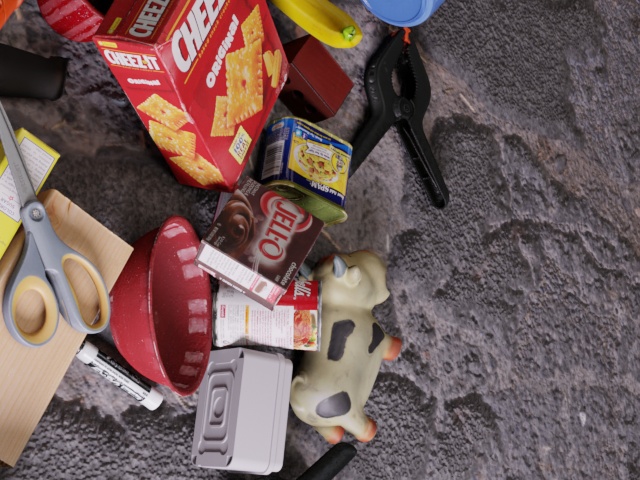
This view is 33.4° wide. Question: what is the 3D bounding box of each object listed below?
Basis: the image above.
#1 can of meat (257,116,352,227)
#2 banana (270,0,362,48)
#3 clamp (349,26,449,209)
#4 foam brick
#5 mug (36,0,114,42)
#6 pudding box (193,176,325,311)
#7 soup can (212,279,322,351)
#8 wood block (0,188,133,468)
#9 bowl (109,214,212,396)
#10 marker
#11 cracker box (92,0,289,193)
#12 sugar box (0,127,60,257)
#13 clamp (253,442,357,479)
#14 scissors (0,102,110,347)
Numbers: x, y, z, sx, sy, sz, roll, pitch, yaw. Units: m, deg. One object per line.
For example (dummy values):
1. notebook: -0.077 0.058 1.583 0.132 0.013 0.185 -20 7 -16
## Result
1. can of meat: -0.016 -0.072 1.113 0.102 0.058 0.084 25 62 -35
2. banana: -0.017 -0.248 1.100 0.037 0.198 0.069 -43 149 -10
3. clamp: 0.095 -0.141 1.233 0.164 0.036 0.210 21 69 -35
4. foam brick: -0.013 -0.171 1.137 0.078 0.053 0.051 47 56 -23
5. mug: -0.197 -0.222 0.973 0.117 0.082 0.093 42 58 -27
6. pudding box: -0.057 0.001 1.001 0.090 0.039 0.113 30 44 -1
7. soup can: -0.050 0.071 1.024 0.102 0.068 0.068 2 78 0
8. wood block: -0.252 0.071 0.869 0.090 0.090 0.206 40 59 -28
9. bowl: -0.147 0.059 0.954 0.162 0.055 0.162 -4 90 -78
10. marker: -0.191 0.114 0.959 0.121 0.020 0.020 41 59 -27
11. cracker box: -0.107 -0.171 0.982 0.213 0.072 0.164 68 40 -56
12. sugar box: -0.283 -0.002 0.853 0.048 0.094 0.176 40 59 -27
13. clamp: -0.026 0.250 1.013 0.171 0.039 0.120 11 74 -38
14. scissors: -0.233 -0.004 0.824 0.096 0.016 0.201 -42 111 -36
